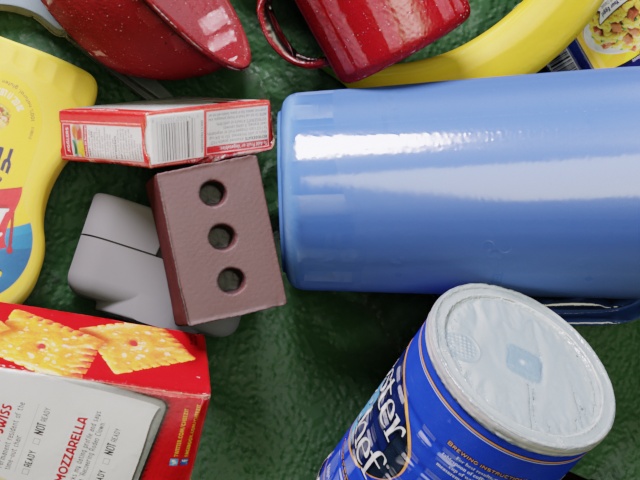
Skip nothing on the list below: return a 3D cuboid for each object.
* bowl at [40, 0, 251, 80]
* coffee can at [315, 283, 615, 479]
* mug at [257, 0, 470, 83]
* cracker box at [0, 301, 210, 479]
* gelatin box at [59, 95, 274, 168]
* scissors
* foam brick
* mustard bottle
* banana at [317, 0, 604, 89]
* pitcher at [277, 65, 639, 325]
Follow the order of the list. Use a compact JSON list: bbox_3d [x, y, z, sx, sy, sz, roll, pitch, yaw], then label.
[{"bbox_3d":[-0.108,-0.140,0.563,0.055,0.162,0.162,-36,95,15],"label":"bowl"},{"bbox_3d":[0.071,0.106,0.557,0.102,0.140,0.103,18,38,-15],"label":"coffee can"},{"bbox_3d":[0.018,-0.133,0.578,0.117,0.093,0.081,-24,102,26],"label":"mug"},{"bbox_3d":[-0.175,0.113,0.522,0.213,0.072,0.164,10,111,-12],"label":"cracker box"},{"bbox_3d":[-0.080,-0.058,0.564,0.089,0.073,0.030,-14,107,-47],"label":"gelatin box"},{"bbox_3d":[-0.165,-0.121,0.596,0.096,0.016,0.202,-39,96,-24],"label":"scissors"},{"bbox_3d":[-0.054,0.001,0.541,0.053,0.051,0.078,-12,88,-15],"label":"foam brick"},{"bbox_3d":[-0.191,-0.011,0.563,0.096,0.058,0.191,19,81,-17],"label":"mustard bottle"},{"bbox_3d":[0.097,-0.117,0.621,0.198,0.037,0.069,-24,111,13],"label":"banana"},{"bbox_3d":[0.099,-0.021,0.591,0.243,0.145,0.149,-2,90,0],"label":"pitcher"}]
